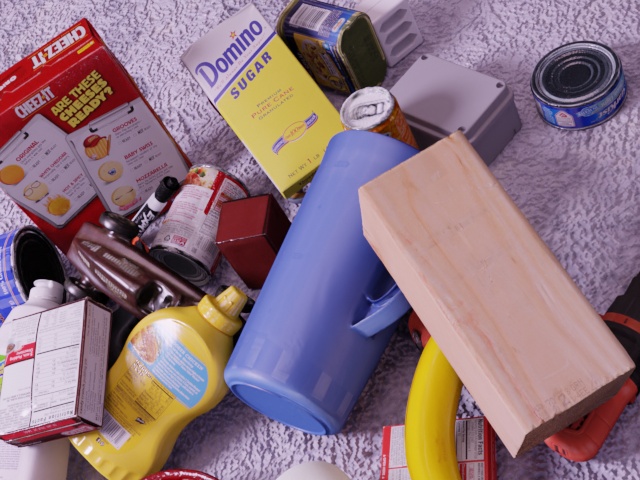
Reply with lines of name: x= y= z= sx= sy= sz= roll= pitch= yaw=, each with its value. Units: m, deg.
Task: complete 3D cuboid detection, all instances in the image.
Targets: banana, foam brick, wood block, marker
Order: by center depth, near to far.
wood block: x=0.120 y=0.038 z=0.761 sx=0.090 sy=0.091 sz=0.206 roll=-30 pitch=68 yaw=-6
banana: x=0.098 y=0.126 z=0.799 sx=0.070 sy=0.037 sz=0.198 roll=1 pitch=69 yaw=9
foam brick: x=-0.057 y=0.001 z=1.001 sx=0.051 sy=0.078 sz=0.053 roll=-11 pitch=49 yaw=19
marker: x=-0.175 y=-0.026 z=1.075 sx=0.121 sy=0.020 sz=0.020 roll=-45 pitch=36 yaw=40

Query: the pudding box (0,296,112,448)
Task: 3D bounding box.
pudding box: x=-0.226 y=0.113 z=0.908 sx=0.090 sy=0.039 sz=0.113 roll=-16 pitch=59 yaw=24

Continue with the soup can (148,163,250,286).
soup can: x=-0.119 y=-0.015 z=1.051 sx=0.069 sy=0.068 sz=0.102 roll=6 pitch=59 yaw=30

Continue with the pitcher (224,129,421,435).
pitcher: x=0.023 y=0.036 z=0.898 sx=0.145 sy=0.149 sz=0.242 roll=22 pitch=69 yaw=12

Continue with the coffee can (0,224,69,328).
coffee can: x=-0.343 y=0.053 z=1.087 sx=0.140 sy=0.102 sz=0.103 roll=-17 pitch=49 yaw=14

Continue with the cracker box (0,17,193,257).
cracker box: x=-0.239 y=-0.092 z=1.071 sx=0.164 sy=0.213 sz=0.072 roll=-35 pitch=48 yaw=-2

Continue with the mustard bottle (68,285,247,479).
mustard bottle: x=-0.130 y=0.115 z=0.914 sx=0.096 sy=0.058 sz=0.192 roll=43 pitch=97 yaw=14

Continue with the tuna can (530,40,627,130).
tuna can: x=0.240 y=-0.146 z=0.995 sx=0.086 sy=0.033 sz=0.086 roll=-14 pitch=50 yaw=17

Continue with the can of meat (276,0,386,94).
can of meat: x=0.014 y=-0.200 z=1.105 sx=0.084 sy=0.102 sz=0.057 roll=23 pitch=68 yaw=35

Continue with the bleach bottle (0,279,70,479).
bleach bottle: x=-0.264 y=0.155 z=0.965 sx=0.103 sy=0.068 sz=0.251 roll=-5 pitch=63 yaw=23

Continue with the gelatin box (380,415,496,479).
gelatin box: x=0.091 y=0.178 z=0.824 sx=0.089 sy=0.030 sz=0.073 roll=-9 pitch=50 yaw=20

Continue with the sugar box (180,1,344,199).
sugar box: x=-0.051 y=-0.138 z=1.049 sx=0.093 sy=0.048 sz=0.176 roll=-38 pitch=82 yaw=-2
